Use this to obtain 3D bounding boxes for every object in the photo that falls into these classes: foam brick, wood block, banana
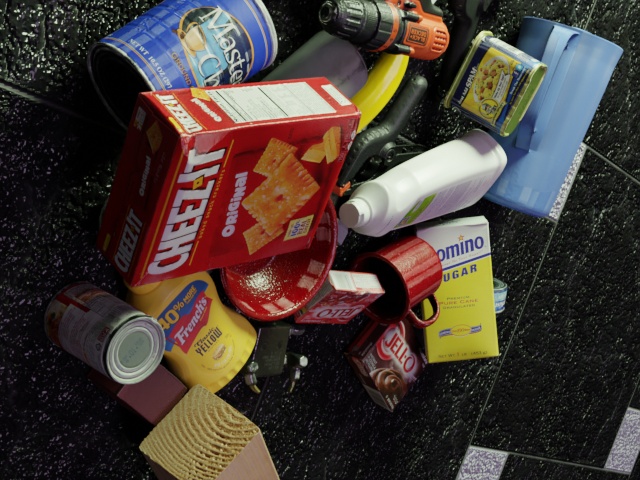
[{"bbox_3d":[-0.183,0.143,1.070,0.053,0.051,0.078,-54,137,-17],"label":"foam brick"},{"bbox_3d":[-0.107,0.252,1.127,0.090,0.090,0.206,-47,151,-22],"label":"wood block"},{"bbox_3d":[0.042,-0.158,1.188,0.197,0.037,0.069,-52,140,-15],"label":"banana"}]

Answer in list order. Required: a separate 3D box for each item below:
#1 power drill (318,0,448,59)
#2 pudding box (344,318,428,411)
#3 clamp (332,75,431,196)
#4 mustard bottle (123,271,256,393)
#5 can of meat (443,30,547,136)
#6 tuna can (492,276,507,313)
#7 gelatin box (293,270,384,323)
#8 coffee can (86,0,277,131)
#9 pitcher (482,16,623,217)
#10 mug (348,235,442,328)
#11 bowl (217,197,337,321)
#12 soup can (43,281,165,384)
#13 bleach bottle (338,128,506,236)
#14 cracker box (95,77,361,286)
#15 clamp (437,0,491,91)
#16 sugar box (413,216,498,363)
[{"bbox_3d":[0.081,-0.281,1.072,0.184,0.057,0.188,1,109,-50],"label":"power drill"},{"bbox_3d":[0.086,0.149,1.364,0.090,0.039,0.113,-49,136,-22],"label":"pudding box"},{"bbox_3d":[0.071,-0.115,1.235,0.171,0.039,0.120,-35,133,-35],"label":"clamp"},{"bbox_3d":[-0.143,0.074,1.078,0.096,0.058,0.191,-47,134,-14],"label":"mustard bottle"},{"bbox_3d":[0.210,-0.186,1.275,0.057,0.084,0.102,-16,135,-61],"label":"can of meat"},{"bbox_3d":[0.204,0.069,1.420,0.085,0.086,0.034,-6,109,-45],"label":"tuna can"},{"bbox_3d":[0.020,0.067,1.238,0.089,0.030,0.073,7,141,-47],"label":"gelatin box"},{"bbox_3d":[-0.123,-0.166,0.962,0.140,0.103,0.103,-40,131,-28],"label":"coffee can"},{"bbox_3d":[0.282,-0.158,1.373,0.149,0.145,0.243,15,98,-29],"label":"pitcher"},{"bbox_3d":[0.102,0.053,1.290,0.081,0.117,0.093,-28,164,-42],"label":"mug"},{"bbox_3d":[-0.057,0.001,1.134,0.161,0.055,0.162,-15,113,-39],"label":"bowl"},{"bbox_3d":[-0.200,0.085,0.988,0.068,0.102,0.068,-20,120,-40],"label":"soup can"},{"bbox_3d":[0.114,-0.062,1.248,0.250,0.068,0.103,-20,151,-48],"label":"bleach bottle"},{"bbox_3d":[-0.078,-0.055,0.958,0.213,0.072,0.164,-13,137,-43],"label":"cracker box"},{"bbox_3d":[0.186,-0.291,1.245,0.164,0.036,0.210,-54,159,-20],"label":"clamp"},{"bbox_3d":[0.172,0.062,1.352,0.093,0.048,0.176,-7,103,2],"label":"sugar box"}]
